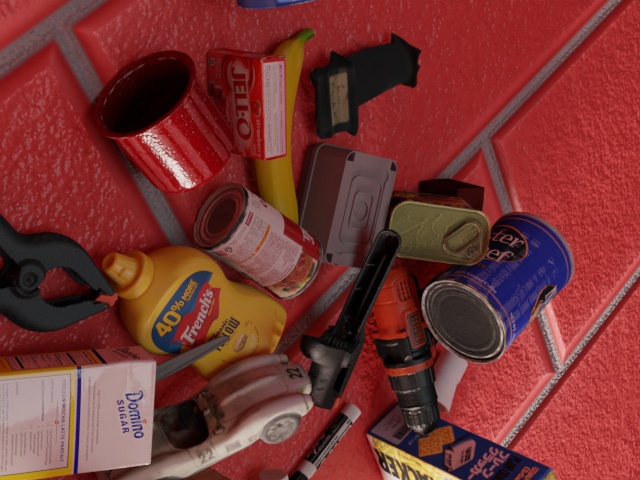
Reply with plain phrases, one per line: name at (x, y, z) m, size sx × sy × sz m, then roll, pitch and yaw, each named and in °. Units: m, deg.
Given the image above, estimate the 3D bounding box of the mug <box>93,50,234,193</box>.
mug at (-0.122, -0.101, 0.870) m, size 0.081 × 0.093 × 0.117 m, roll 55°, pitch 27°, yaw -44°

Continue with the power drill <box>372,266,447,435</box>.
power drill at (0.139, 0.100, 1.176) m, size 0.187 × 0.057 × 0.184 m, roll -21°, pitch 101°, yaw -42°

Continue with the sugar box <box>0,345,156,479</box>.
sugar box at (-0.220, 0.137, 0.834) m, size 0.175 × 0.048 × 0.093 m, roll -2°, pitch 104°, yaw -31°

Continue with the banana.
banana at (-0.035, -0.098, 0.982) m, size 0.069 × 0.037 × 0.198 m, roll -2°, pitch 104°, yaw -44°

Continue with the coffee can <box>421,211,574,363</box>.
coffee can at (0.187, 0.048, 1.120) m, size 0.140 × 0.103 × 0.103 m, roll -39°, pitch 126°, yaw -36°

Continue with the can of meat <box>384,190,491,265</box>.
can of meat at (0.113, -0.016, 1.087) m, size 0.102 × 0.084 × 0.057 m, roll 7°, pitch 102°, yaw -6°

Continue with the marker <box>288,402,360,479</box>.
marker at (0.000, 0.222, 1.125) m, size 0.121 × 0.020 × 0.020 m, roll -50°, pitch 131°, yaw -23°

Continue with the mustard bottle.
mustard bottle at (-0.117, 0.058, 0.931) m, size 0.096 × 0.058 × 0.191 m, roll -54°, pitch 134°, yaw -1°

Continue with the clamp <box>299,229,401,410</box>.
clamp at (0.013, 0.105, 1.023) m, size 0.164 × 0.036 × 0.210 m, roll -47°, pitch 160°, yaw -44°

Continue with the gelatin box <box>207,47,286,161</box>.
gelatin box at (-0.064, -0.118, 0.922) m, size 0.030 × 0.073 × 0.089 m, roll -17°, pitch 113°, yaw -41°

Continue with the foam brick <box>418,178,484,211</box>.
foam brick at (0.140, -0.025, 1.167) m, size 0.051 × 0.053 × 0.078 m, roll -4°, pitch 104°, yaw -44°

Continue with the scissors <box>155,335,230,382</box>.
scissors at (-0.177, 0.113, 0.885) m, size 0.201 × 0.016 × 0.096 m, roll -40°, pitch 119°, yaw -11°

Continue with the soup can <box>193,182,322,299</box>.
soup can at (-0.056, 0.001, 0.961) m, size 0.102 × 0.069 × 0.068 m, roll 35°, pitch 76°, yaw -36°

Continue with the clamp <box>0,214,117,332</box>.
clamp at (-0.239, 0.035, 0.818) m, size 0.171 × 0.039 × 0.120 m, roll 30°, pitch 87°, yaw -37°
